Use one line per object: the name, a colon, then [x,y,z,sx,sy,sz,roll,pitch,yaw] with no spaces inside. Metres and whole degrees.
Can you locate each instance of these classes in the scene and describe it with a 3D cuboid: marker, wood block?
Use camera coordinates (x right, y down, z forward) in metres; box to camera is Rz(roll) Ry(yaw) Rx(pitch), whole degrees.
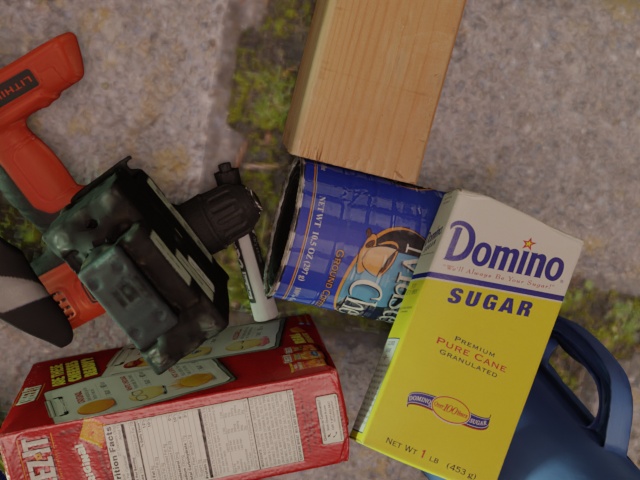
marker: [-0.055,0.001,0.789,0.020,0.020,0.121,-15,102,-4]
wood block: [0.044,-0.153,0.735,0.090,0.090,0.206,14,99,-9]

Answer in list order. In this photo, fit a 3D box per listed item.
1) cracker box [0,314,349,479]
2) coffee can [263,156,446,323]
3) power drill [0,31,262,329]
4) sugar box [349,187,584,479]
cracker box: [-0.096,0.117,0.733,0.213,0.164,0.072,-11,100,-5]
coffee can: [0.040,0.005,0.758,0.140,0.103,0.103,13,99,-9]
power drill: [-0.157,-0.045,0.742,0.184,0.057,0.187,-28,102,4]
sugar box: [0.095,0.063,0.688,0.093,0.048,0.176,23,84,-8]
